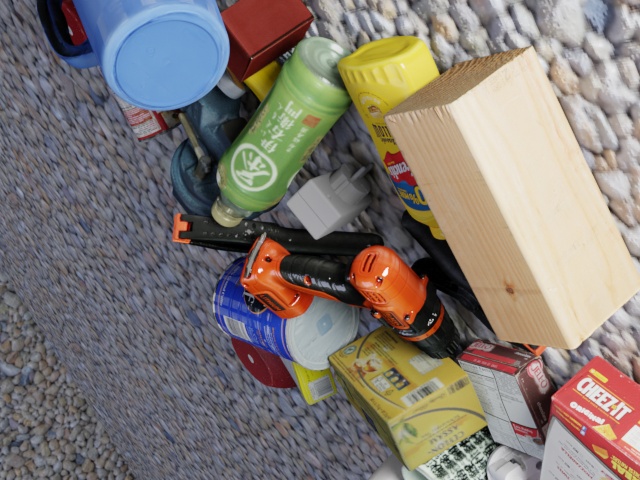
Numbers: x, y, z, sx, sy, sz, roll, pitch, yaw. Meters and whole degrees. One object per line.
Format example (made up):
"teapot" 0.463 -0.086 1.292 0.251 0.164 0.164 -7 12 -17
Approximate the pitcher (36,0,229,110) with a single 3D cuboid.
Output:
"pitcher" -0.170 -0.221 0.951 0.149 0.144 0.243 103 153 -43

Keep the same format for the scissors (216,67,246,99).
"scissors" -0.142 -0.222 1.069 0.202 0.016 0.096 55 -161 16

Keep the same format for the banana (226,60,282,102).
"banana" -0.056 -0.142 1.039 0.037 0.069 0.197 9 137 49

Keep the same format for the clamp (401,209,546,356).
"clamp" 0.137 0.037 0.965 0.172 0.039 0.120 34 167 33

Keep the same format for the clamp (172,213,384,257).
"clamp" -0.057 0.001 1.137 0.165 0.209 0.036 160 116 -70

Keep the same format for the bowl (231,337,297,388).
"bowl" -0.076 0.152 1.496 0.162 0.055 0.162 42 153 26

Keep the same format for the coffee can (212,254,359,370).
"coffee can" -0.040 0.078 1.199 0.141 0.102 0.103 15 136 47

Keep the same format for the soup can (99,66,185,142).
"soup can" -0.213 -0.178 1.286 0.069 0.068 0.102 8 129 58

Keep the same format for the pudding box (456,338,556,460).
"pudding box" 0.190 0.155 1.037 0.090 0.039 0.113 12 131 58

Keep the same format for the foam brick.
"foam brick" -0.055 -0.191 0.968 0.051 0.078 0.053 51 156 3

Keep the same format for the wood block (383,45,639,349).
"wood block" 0.146 -0.030 0.805 0.091 0.090 0.206 1 123 60

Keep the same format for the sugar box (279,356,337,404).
"sugar box" -0.039 0.115 1.337 0.176 0.048 0.093 -123 14 -51

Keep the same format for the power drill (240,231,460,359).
"power drill" 0.030 0.054 1.036 0.188 0.057 0.184 6 153 34

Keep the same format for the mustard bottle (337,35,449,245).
"mustard bottle" 0.085 -0.074 0.894 0.096 0.058 0.191 11 133 57
